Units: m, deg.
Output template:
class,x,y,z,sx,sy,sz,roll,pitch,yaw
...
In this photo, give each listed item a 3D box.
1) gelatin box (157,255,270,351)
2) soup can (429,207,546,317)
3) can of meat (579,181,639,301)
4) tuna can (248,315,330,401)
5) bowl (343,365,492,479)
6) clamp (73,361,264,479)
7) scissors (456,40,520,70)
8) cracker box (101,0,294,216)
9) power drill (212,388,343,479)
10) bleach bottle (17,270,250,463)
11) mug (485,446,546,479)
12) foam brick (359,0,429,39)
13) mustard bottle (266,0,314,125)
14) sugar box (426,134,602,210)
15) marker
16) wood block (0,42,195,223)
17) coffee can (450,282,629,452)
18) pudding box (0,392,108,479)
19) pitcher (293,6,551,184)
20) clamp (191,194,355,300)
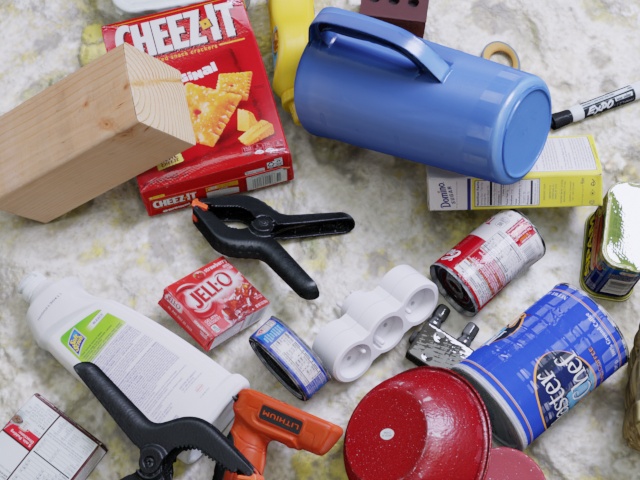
class,x,y,z,sx,sy,sz,roll,pitch,yaw
gelatin box,-0.106,0.062,1.072,0.073,0.030,0.089,43,41,16
soup can,0.171,0.021,1.091,0.102,0.068,0.068,-38,73,-15
can of meat,0.306,0.000,1.091,0.057,0.084,0.102,10,68,4
tuna can,-0.031,0.116,1.042,0.033,0.086,0.086,-42,74,-14
bowl,0.075,0.187,0.983,0.162,0.055,0.162,-20,57,33
clamp,-0.153,0.193,0.974,0.210,0.036,0.164,-1,75,14
scissors,0.218,-0.147,1.187,0.096,0.016,0.202,-36,73,-14
cracker box,-0.135,-0.150,1.157,0.164,0.072,0.214,-15,68,-6
power drill,-0.049,0.245,0.982,0.184,0.057,0.187,22,81,15
bleach bottle,-0.196,0.107,1.059,0.251,0.068,0.102,36,73,15
mug,0.177,0.241,0.994,0.117,0.081,0.093,9,68,3
foam brick,0.082,-0.259,1.213,0.078,0.051,0.053,7,68,3
mustard bottle,-0.028,-0.214,1.170,0.058,0.096,0.191,-4,68,-3
sugar box,0.199,-0.070,1.110,0.176,0.048,0.093,-3,30,9
marker,0.306,-0.149,1.187,0.121,0.020,0.020,-21,70,-9
wood block,-0.240,-0.104,1.076,0.206,0.090,0.090,-24,66,25
coffee can,0.211,0.122,1.031,0.140,0.103,0.103,-36,73,-14
pudding box,-0.275,0.217,1.026,0.090,0.039,0.113,35,74,11
pitcher,0.098,-0.144,1.060,0.243,0.148,0.145,22,112,34
clamp,-0.057,0.001,1.103,0.171,0.039,0.120,10,41,7
